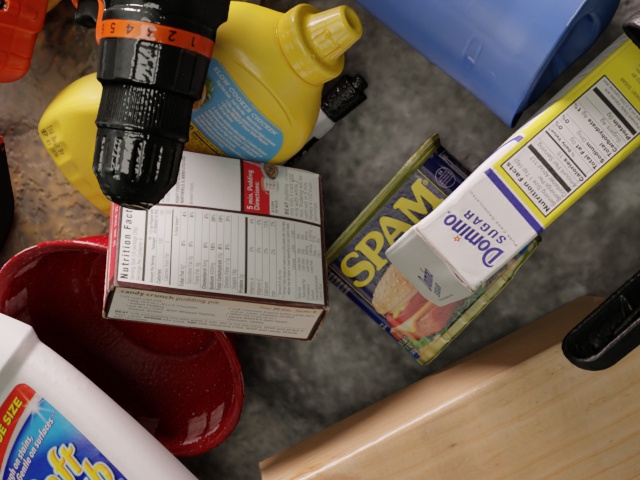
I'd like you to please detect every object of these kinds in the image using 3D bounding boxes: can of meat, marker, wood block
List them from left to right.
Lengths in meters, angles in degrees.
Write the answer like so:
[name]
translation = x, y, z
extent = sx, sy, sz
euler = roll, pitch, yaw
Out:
[marker]
translation = -0.019, -0.053, 0.622
extent = 0.121, 0.020, 0.020
euler = -41, 88, 18
[can of meat]
translation = 0.059, 0.006, 0.593
extent = 0.084, 0.057, 0.102
euler = 43, 107, 2
[wood block]
translation = 0.081, 0.114, 0.551
extent = 0.206, 0.091, 0.090
euler = -27, 92, -5

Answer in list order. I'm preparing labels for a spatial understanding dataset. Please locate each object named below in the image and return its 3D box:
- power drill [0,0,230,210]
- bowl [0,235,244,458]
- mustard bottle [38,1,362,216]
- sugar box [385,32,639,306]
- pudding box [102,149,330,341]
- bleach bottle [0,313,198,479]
[power drill]
translation = -0.121, -0.114, 0.538
extent = 0.188, 0.057, 0.184
euler = 10, 89, 41
[bowl]
translation = -0.110, 0.053, 0.630
extent = 0.162, 0.055, 0.162
euler = 12, 128, 16
[mustard bottle]
translation = -0.058, -0.076, 0.579
extent = 0.192, 0.058, 0.096
euler = -24, 122, 33
[sugar box]
translation = 0.114, -0.041, 0.515
extent = 0.176, 0.093, 0.048
euler = -43, 88, -8
[pudding box]
translation = -0.054, 0.001, 0.555
extent = 0.113, 0.090, 0.039
euler = 7, 147, -14
[bleach bottle]
translation = -0.154, 0.131, 0.617
extent = 0.102, 0.068, 0.250
euler = -43, 101, 8
